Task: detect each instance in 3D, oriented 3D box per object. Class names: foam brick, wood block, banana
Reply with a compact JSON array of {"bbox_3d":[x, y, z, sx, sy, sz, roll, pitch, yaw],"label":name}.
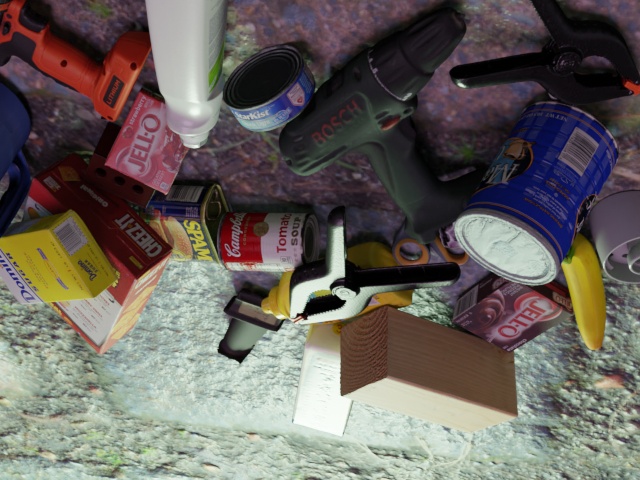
[{"bbox_3d":[-0.213,-0.083,1.174,0.078,0.051,0.053,24,140,-11],"label":"foam brick"},{"bbox_3d":[0.130,0.158,1.280,0.205,0.091,0.090,20,146,-32],"label":"wood block"},{"bbox_3d":[0.279,0.044,1.152,0.037,0.069,0.197,5,149,30],"label":"banana"}]

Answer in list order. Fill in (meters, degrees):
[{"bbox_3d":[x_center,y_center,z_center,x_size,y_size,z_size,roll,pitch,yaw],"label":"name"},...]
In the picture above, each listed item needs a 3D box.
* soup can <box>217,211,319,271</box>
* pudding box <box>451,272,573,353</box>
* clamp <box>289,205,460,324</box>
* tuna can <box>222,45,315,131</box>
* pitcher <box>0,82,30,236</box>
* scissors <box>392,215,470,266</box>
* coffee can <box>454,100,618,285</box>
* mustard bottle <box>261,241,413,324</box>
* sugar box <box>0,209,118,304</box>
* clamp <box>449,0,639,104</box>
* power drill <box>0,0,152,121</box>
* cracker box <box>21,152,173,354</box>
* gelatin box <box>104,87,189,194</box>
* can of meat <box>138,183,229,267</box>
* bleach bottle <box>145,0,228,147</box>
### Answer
[{"bbox_3d":[-0.058,0.001,1.212,0.102,0.068,0.068,1,139,16],"label":"soup can"},{"bbox_3d":[0.222,0.077,1.233,0.090,0.039,0.114,30,139,-18],"label":"pudding box"},{"bbox_3d":[0.023,0.036,1.155,0.164,0.036,0.210,32,139,-29],"label":"clamp"},{"bbox_3d":[-0.048,-0.145,1.018,0.086,0.086,0.033,-9,137,27],"label":"tuna can"},{"bbox_3d":[-0.404,-0.052,1.122,0.149,0.242,0.145,20,144,-6],"label":"pitcher"},{"bbox_3d":[0.087,-0.029,1.166,0.096,0.016,0.201,-26,126,33],"label":"scissors"},{"bbox_3d":[0.201,-0.044,0.991,0.103,0.140,0.103,28,156,13],"label":"coffee can"},{"bbox_3d":[0.009,0.059,1.267,0.192,0.058,0.096,-17,137,33],"label":"mustard bottle"},{"bbox_3d":[-0.307,0.022,1.191,0.177,0.048,0.093,-10,116,47],"label":"sugar box"},{"bbox_3d":[0.209,-0.171,0.926,0.171,0.039,0.120,7,134,-15],"label":"clamp"},{"bbox_3d":[-0.260,-0.207,1.038,0.187,0.057,0.185,26,144,-9],"label":"power drill"},{"bbox_3d":[-0.273,0.020,1.254,0.164,0.072,0.214,44,143,5],"label":"cracker box"},{"bbox_3d":[-0.175,-0.104,1.118,0.073,0.030,0.089,26,103,-13],"label":"gelatin box"},{"bbox_3d":[-0.152,-0.019,1.228,0.084,0.057,0.102,4,140,18],"label":"can of meat"},{"bbox_3d":[-0.121,-0.178,0.988,0.068,0.102,0.251,16,141,7],"label":"bleach bottle"}]
